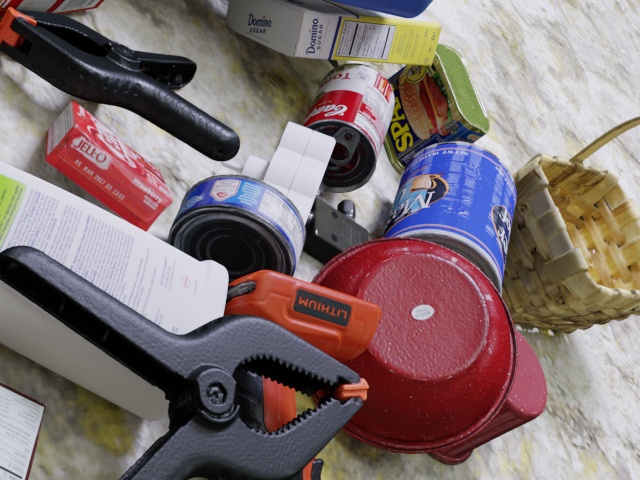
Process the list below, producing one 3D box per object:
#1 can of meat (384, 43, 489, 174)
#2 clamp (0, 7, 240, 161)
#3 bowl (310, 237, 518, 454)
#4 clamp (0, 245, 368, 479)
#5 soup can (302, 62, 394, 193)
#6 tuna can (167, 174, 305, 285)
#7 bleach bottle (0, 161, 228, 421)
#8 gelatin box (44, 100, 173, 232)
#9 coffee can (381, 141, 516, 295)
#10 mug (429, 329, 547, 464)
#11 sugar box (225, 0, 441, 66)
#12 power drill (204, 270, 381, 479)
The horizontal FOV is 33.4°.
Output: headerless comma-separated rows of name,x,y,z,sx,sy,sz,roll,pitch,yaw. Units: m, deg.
can of meat,0.101,-0.120,0.990,0.057,0.084,0.102,11,53,-46
clamp,-0.131,-0.105,0.712,0.171,0.039,0.120,10,26,-43
bowl,0.064,0.061,0.733,0.162,0.055,0.162,3,65,-6
clamp,-0.068,0.074,0.548,0.209,0.036,0.164,-5,73,-38
soup can,0.021,-0.095,0.883,0.068,0.069,0.102,43,35,-18
tuna can,-0.055,0.001,0.690,0.086,0.086,0.033,41,38,-20
bleach bottle,-0.169,0.000,0.571,0.250,0.068,0.102,34,39,-25
gelatin box,-0.130,-0.047,0.651,0.073,0.030,0.089,40,3,-21
coffee can,0.103,-0.003,0.872,0.102,0.103,0.140,44,35,-16
mug,0.125,0.113,0.817,0.117,0.082,0.093,10,54,-47
sugar box,0.013,-0.185,0.920,0.175,0.048,0.093,-9,30,-43
power drill,-0.005,0.122,0.633,0.184,0.057,0.187,21,58,-32
